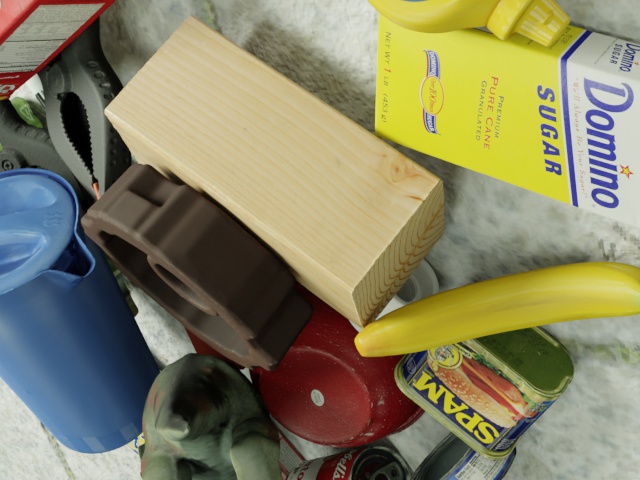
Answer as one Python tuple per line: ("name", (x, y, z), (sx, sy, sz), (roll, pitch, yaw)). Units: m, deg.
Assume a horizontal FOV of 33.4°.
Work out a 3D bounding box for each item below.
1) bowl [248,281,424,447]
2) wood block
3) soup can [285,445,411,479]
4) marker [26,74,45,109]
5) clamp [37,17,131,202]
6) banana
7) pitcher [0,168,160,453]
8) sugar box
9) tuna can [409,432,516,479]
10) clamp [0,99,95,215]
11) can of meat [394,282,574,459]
("bowl", (0.005, 0.104, 0.821), (0.162, 0.055, 0.162), (11, 123, 17))
("wood block", (-0.028, -0.045, 0.700), (0.206, 0.090, 0.090), (35, 168, 19))
("soup can", (0.022, 0.217, 0.919), (0.102, 0.068, 0.068), (-25, 104, 50))
("marker", (-0.209, -0.091, 0.908), (0.020, 0.020, 0.121), (-20, 107, 48))
("clamp", (-0.194, -0.126, 0.814), (0.165, 0.036, 0.210), (-12, 93, 50))
("banana", (0.120, 0.041, 0.667), (0.198, 0.069, 0.037), (-12, 91, 22))
("pitcher", (-0.224, 0.066, 0.872), (0.243, 0.145, 0.149), (71, 173, -46))
("sugar box", (0.116, -0.079, 0.609), (0.176, 0.048, 0.093), (24, 136, 28))
("tuna can", (0.105, 0.170, 0.794), (0.034, 0.086, 0.086), (45, 140, -1))
("clamp", (-0.256, -0.064, 0.874), (0.171, 0.039, 0.120), (44, 127, -3))
("can of meat", (0.114, 0.090, 0.742), (0.102, 0.057, 0.084), (39, 137, 9))
